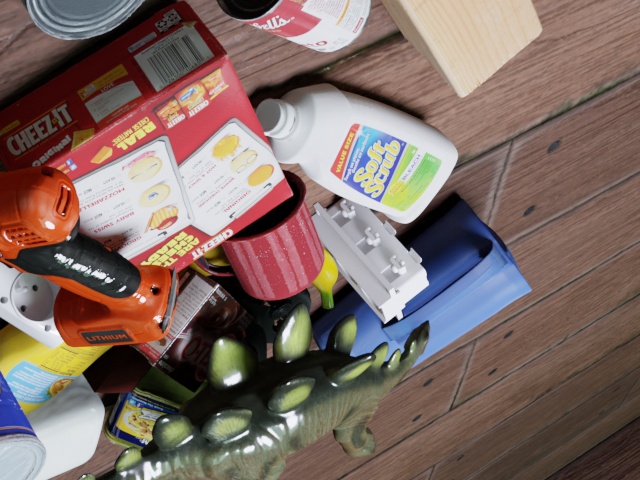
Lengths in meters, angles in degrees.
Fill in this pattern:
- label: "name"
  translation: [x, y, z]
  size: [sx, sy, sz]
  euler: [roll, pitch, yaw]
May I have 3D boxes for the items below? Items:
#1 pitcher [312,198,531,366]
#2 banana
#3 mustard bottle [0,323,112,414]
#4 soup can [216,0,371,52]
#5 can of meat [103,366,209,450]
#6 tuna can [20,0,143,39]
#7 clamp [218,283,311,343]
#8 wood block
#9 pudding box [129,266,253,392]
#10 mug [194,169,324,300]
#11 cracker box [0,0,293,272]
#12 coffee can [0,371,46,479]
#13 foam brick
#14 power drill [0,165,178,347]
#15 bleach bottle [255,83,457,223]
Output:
- label: "pitcher"
  translation: [0.113, 0.073, 1.236]
  size: [0.243, 0.145, 0.149]
  euler: [-37, 139, 5]
- label: "banana"
  translation: [-0.051, 0.020, 1.014]
  size: [0.197, 0.037, 0.069]
  euler: [14, 91, -36]
- label: "mustard bottle"
  translation: [-0.239, 0.097, 0.913]
  size: [0.192, 0.058, 0.096]
  euler: [-41, 154, 6]
- label: "soup can"
  translation: [-0.018, -0.175, 0.745]
  size: [0.069, 0.068, 0.102]
  euler: [-49, 152, 21]
- label: "can of meat"
  translation: [-0.161, 0.175, 1.096]
  size: [0.057, 0.102, 0.084]
  euler: [-78, -167, -54]
- label: "tuna can"
  translation: [-0.144, -0.165, 0.642]
  size: [0.086, 0.034, 0.086]
  euler: [-29, 152, -17]
- label: "clamp"
  translation: [-0.043, 0.055, 1.116]
  size: [0.120, 0.039, 0.171]
  euler: [-33, 151, -1]
- label: "wood block"
  translation: [0.091, -0.204, 0.811]
  size: [0.091, 0.090, 0.206]
  euler: [-40, 154, 6]
- label: "pudding box"
  translation: [-0.114, 0.082, 0.959]
  size: [0.090, 0.039, 0.113]
  euler: [-53, 155, -8]
- label: "mug"
  translation: [-0.056, 0.001, 0.934]
  size: [0.117, 0.093, 0.081]
  euler: [-17, 129, 6]
- label: "cracker box"
  translation: [-0.125, -0.058, 0.794]
  size: [0.164, 0.072, 0.213]
  euler: [-33, 155, -4]
- label: "coffee can"
  translation: [-0.287, 0.131, 0.815]
  size: [0.102, 0.140, 0.103]
  euler: [-29, 152, -17]
- label: "foam brick"
  translation: [-0.184, 0.097, 0.991]
  size: [0.078, 0.053, 0.051]
  euler: [-50, 151, 21]
- label: "power drill"
  translation: [-0.200, 0.017, 0.723]
  size: [0.185, 0.057, 0.187]
  euler: [-6, 153, 29]
- label: "bleach bottle"
  translation: [0.025, -0.080, 0.957]
  size: [0.250, 0.068, 0.103]
  euler: [10, 122, -54]
